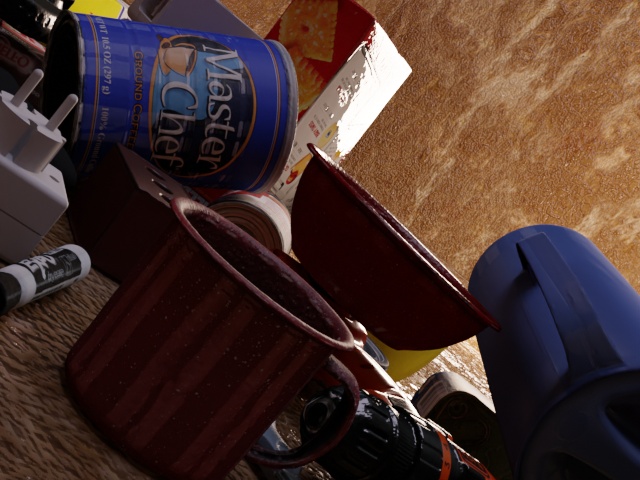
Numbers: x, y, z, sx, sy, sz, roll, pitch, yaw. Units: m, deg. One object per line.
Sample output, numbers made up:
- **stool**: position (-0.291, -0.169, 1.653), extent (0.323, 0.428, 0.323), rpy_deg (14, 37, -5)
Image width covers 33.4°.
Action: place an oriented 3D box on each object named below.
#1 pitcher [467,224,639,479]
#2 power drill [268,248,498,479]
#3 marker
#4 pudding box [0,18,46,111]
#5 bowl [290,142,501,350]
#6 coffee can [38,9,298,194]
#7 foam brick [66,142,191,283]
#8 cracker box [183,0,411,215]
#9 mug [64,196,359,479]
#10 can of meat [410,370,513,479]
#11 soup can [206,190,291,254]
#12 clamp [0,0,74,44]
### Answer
- **pitcher**: position (0.165, 0.073, 0.696), extent (0.145, 0.149, 0.243), rpy_deg (18, 22, -11)
- **power drill**: position (0.015, 0.084, 0.591), extent (0.184, 0.057, 0.188), rpy_deg (43, 5, -45)
- **marker**: position (-0.123, 0.017, 0.451), extent (0.020, 0.020, 0.121), rpy_deg (40, 7, -1)
- **pudding box**: position (-0.209, -0.122, 0.821), extent (0.113, 0.039, 0.090), rpy_deg (38, 6, -22)
- **bowl**: position (0.033, 0.015, 0.645), extent (0.162, 0.055, 0.162), rpy_deg (43, 5, -5)
- **coffee can**: position (-0.099, -0.086, 0.681), extent (0.140, 0.103, 0.103), rpy_deg (3, 25, -27)
- **foam brick**: position (-0.104, -0.011, 0.604), extent (0.053, 0.051, 0.078), rpy_deg (36, 8, -31)
- **cracker box**: position (-0.028, -0.091, 0.864), extent (0.072, 0.214, 0.164), rpy_deg (40, 6, 14)
- **mug**: position (-0.038, 0.049, 0.430), extent (0.117, 0.081, 0.093), rpy_deg (37, 7, -19)
- **can of meat**: position (0.112, 0.143, 0.764), extent (0.102, 0.057, 0.084), rpy_deg (39, 5, -4)
- **soup can**: position (-0.055, 0.001, 0.734), extent (0.068, 0.068, 0.102), rpy_deg (40, 7, -3)
- **clamp**: position (-0.203, -0.164, 0.784), extent (0.165, 0.036, 0.209), rpy_deg (46, 7, 21)
